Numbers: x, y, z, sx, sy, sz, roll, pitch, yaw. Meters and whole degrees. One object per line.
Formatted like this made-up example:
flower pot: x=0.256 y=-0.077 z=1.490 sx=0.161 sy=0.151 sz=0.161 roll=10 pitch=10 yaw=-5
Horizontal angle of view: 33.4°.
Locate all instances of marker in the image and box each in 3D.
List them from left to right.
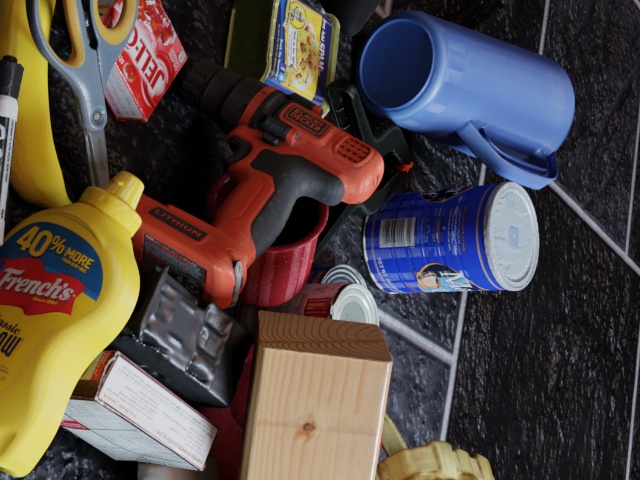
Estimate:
marker: x=-0.198 y=-0.056 z=0.657 sx=0.020 sy=0.020 sz=0.121 roll=20 pitch=69 yaw=-51

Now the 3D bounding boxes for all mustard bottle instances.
mustard bottle: x=-0.166 y=0.039 z=0.648 sx=0.191 sy=0.096 sz=0.058 roll=-59 pitch=154 yaw=-18

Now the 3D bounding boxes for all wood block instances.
wood block: x=-0.012 y=0.165 z=0.753 sx=0.090 sy=0.090 sz=0.206 roll=-108 pitch=-155 yaw=-77

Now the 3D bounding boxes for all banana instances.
banana: x=-0.194 y=-0.108 z=0.713 sx=0.069 sy=0.037 sz=0.198 roll=-17 pitch=104 yaw=-80

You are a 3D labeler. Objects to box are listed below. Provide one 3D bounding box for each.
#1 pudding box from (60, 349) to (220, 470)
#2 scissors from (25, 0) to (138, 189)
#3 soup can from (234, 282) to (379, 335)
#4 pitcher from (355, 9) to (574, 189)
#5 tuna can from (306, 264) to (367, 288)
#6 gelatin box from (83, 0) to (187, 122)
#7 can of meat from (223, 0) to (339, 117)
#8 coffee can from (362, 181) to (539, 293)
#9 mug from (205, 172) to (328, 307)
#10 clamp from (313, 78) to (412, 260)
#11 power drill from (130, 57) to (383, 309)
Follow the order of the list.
pudding box: x=-0.137 y=0.114 z=0.719 sx=0.113 sy=0.090 sz=0.039 roll=44 pitch=54 yaw=-41
scissors: x=-0.145 y=-0.102 z=0.731 sx=0.096 sy=0.016 sz=0.202 roll=-46 pitch=139 yaw=-34
soup can: x=-0.012 y=0.069 z=0.880 sx=0.068 sy=0.102 sz=0.068 roll=7 pitch=81 yaw=-52
pitcher: x=0.152 y=-0.146 z=1.093 sx=0.242 sy=0.149 sz=0.145 roll=9 pitch=98 yaw=-49
tuna can: x=0.009 y=0.065 z=0.964 sx=0.085 sy=0.034 sz=0.086 roll=7 pitch=82 yaw=-53
gelatin box: x=-0.137 y=-0.142 z=0.777 sx=0.073 sy=0.030 sz=0.089 roll=-64 pitch=147 yaw=-35
can of meat: x=-0.034 y=-0.160 z=0.910 sx=0.083 sy=0.058 sz=0.102 roll=21 pitch=71 yaw=-49
coffee can: x=0.127 y=0.000 z=1.038 sx=0.102 sy=0.141 sz=0.103 roll=7 pitch=81 yaw=-53
mug: x=-0.055 y=0.001 z=0.833 sx=0.117 sy=0.093 sz=0.081 roll=-14 pitch=144 yaw=-19
clamp: x=0.037 y=-0.074 z=0.975 sx=0.209 sy=0.036 sz=0.165 roll=-27 pitch=134 yaw=-60
power drill: x=-0.070 y=-0.049 z=0.779 sx=0.187 sy=0.184 sz=0.057 roll=-49 pitch=161 yaw=-36
